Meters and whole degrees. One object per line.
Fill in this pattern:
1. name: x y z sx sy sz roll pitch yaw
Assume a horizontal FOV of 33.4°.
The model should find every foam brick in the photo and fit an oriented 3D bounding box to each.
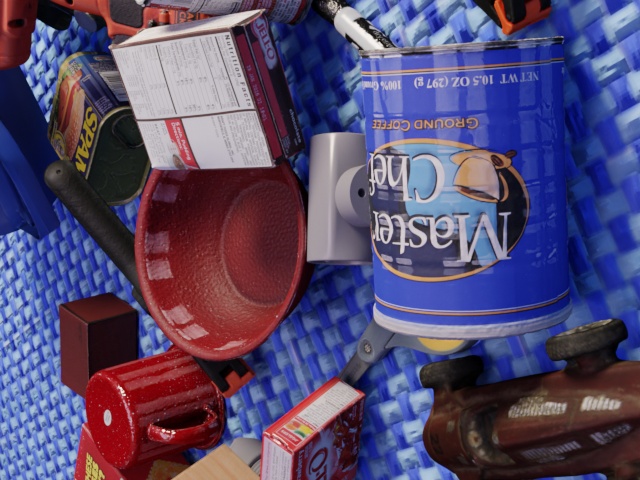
1. foam brick: -0.197 0.094 0.948 0.053 0.051 0.078 24 118 44

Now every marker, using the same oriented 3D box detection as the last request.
1. marker: 0.032 -0.117 0.639 0.121 0.020 0.020 49 133 31

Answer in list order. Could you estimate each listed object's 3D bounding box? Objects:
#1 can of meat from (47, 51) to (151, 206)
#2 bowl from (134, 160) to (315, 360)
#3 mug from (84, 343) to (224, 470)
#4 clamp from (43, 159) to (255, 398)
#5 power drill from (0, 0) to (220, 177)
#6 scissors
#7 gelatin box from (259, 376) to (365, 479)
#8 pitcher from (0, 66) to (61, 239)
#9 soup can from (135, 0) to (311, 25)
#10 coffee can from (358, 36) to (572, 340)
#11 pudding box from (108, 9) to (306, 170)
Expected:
1. can of meat: -0.179 -0.092 0.874 0.084 0.057 0.102 52 134 32
2. bowl: -0.055 0.001 0.731 0.162 0.055 0.162 -3 86 40
3. mug: -0.129 0.138 0.853 0.117 0.081 0.093 19 114 47
4. clamp: -0.126 0.039 0.831 0.210 0.036 0.164 47 172 13
5. power drill: -0.152 -0.145 0.758 0.188 0.057 0.184 9 111 8
6. scissors: 0.048 0.074 0.674 0.096 0.016 0.202 44 130 35
7. gelatin box: -0.006 0.145 0.700 0.030 0.073 0.089 28 131 30
8. pitcher: -0.294 -0.109 0.878 0.243 0.149 0.145 88 -174 -61
9. soup can: -0.060 -0.172 0.657 0.069 0.102 0.068 -178 90 -68
10. coffee can: 0.074 -0.030 0.546 0.103 0.102 0.140 8 105 49
11. pudding box: -0.071 -0.090 0.664 0.114 0.039 0.090 1 116 38
